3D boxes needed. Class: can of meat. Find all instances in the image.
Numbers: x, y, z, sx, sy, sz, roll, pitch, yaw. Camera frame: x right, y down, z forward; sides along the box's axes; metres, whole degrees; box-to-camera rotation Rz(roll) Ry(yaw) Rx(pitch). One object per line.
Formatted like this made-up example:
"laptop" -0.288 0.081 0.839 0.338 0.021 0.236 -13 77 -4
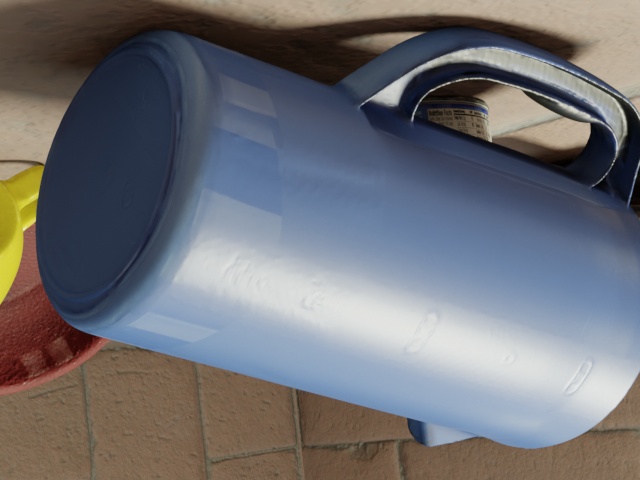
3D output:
"can of meat" -0.174 0.030 0.779 0.102 0.084 0.057 -5 173 -10

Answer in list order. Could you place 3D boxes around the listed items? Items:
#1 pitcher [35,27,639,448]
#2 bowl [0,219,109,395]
"pitcher" 0.021 -0.004 0.430 0.242 0.149 0.145 17 158 -39
"bowl" -0.204 0.030 0.689 0.162 0.055 0.162 -20 143 -16
